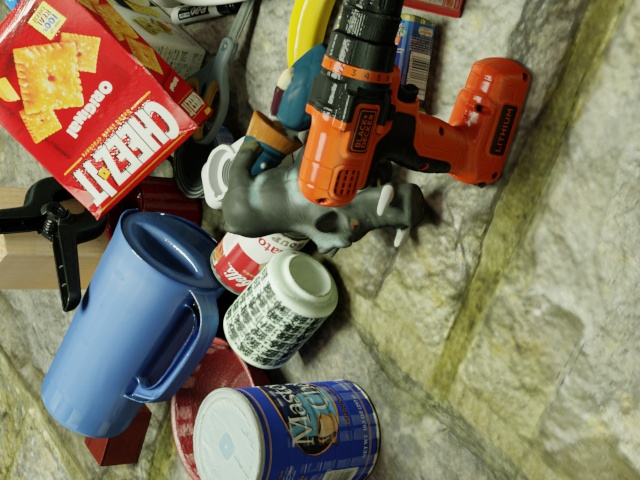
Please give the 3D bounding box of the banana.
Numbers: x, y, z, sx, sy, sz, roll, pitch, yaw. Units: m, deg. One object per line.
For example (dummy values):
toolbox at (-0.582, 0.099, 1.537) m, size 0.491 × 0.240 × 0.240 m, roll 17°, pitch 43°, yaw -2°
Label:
banana at (0.009, -0.239, 1.027) m, size 0.198 × 0.037 × 0.070 m, roll -55°, pitch 50°, yaw 34°

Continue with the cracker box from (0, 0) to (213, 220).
cracker box at (-0.247, -0.152, 1.110) m, size 0.164 × 0.072 × 0.213 m, roll -39°, pitch 102°, yaw 22°

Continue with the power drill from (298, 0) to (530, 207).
power drill at (0.076, -0.114, 0.826) m, size 0.057 × 0.187 × 0.184 m, roll 38°, pitch 119°, yaw 46°

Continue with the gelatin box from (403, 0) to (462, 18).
gelatin box at (0.069, -0.218, 0.926) m, size 0.089 × 0.073 × 0.030 m, roll 28°, pitch 109°, yaw 48°

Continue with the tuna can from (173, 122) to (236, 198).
tuna can at (-0.128, -0.089, 1.190) m, size 0.086 × 0.033 × 0.086 m, roll -2°, pitch 87°, yaw 50°

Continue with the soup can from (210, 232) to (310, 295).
soup can at (-0.057, 0.001, 1.075) m, size 0.102 × 0.068 × 0.068 m, roll -47°, pitch 54°, yaw 38°

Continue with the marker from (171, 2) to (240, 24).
marker at (-0.130, -0.260, 1.211) m, size 0.121 × 0.020 × 0.020 m, roll 5°, pitch 92°, yaw 50°

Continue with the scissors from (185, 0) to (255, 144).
scissors at (-0.114, -0.203, 1.162) m, size 0.096 × 0.016 × 0.202 m, roll 10°, pitch 84°, yaw 45°

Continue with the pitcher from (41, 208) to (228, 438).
pitcher at (-0.199, 0.100, 1.138) m, size 0.243 × 0.145 × 0.149 m, roll -57°, pitch 5°, yaw 23°

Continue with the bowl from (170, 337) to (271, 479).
bowl at (-0.092, 0.181, 1.121) m, size 0.162 × 0.055 × 0.162 m, roll -3°, pitch 87°, yaw 50°

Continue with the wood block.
wood block at (-0.297, 0.000, 1.258) m, size 0.091 × 0.205 × 0.090 m, roll -42°, pitch 58°, yaw 41°

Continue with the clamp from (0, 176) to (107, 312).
clamp at (-0.302, -0.022, 1.163) m, size 0.036 × 0.164 × 0.209 m, roll -58°, pitch 7°, yaw 35°

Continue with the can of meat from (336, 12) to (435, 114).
can of meat at (0.053, -0.158, 0.957) m, size 0.102 × 0.057 × 0.084 m, roll 15°, pitch 98°, yaw 50°

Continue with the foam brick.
foam brick at (-0.250, 0.230, 1.314) m, size 0.053 × 0.051 × 0.078 m, roll 40°, pitch 118°, yaw 45°

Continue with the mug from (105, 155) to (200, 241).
mug at (-0.191, -0.045, 1.227) m, size 0.093 × 0.081 × 0.117 m, roll 12°, pitch 98°, yaw 50°

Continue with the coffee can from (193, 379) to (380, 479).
coffee can at (-0.031, 0.183, 0.980) m, size 0.103 × 0.140 × 0.103 m, roll -2°, pitch 87°, yaw 50°
